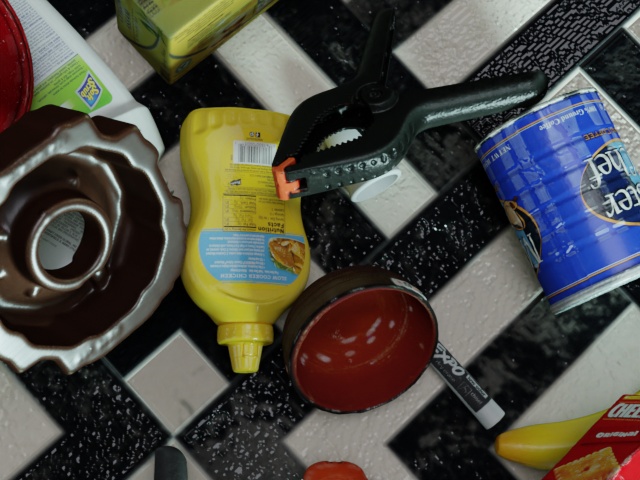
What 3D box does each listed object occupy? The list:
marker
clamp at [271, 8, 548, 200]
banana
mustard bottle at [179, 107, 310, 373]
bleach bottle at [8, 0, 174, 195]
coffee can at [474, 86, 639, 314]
[{"bbox_3d":[0.091,0.091,0.803,0.020,0.020,0.121,-40,84,-14],"label":"marker"},{"bbox_3d":[0.052,-0.093,0.776,0.165,0.036,0.209,25,54,32],"label":"clamp"},{"bbox_3d":[0.226,0.127,0.805,0.197,0.037,0.070,-32,65,-14],"label":"banana"},{"bbox_3d":[-0.055,0.001,0.786,0.096,0.058,0.191,4,76,-21],"label":"mustard bottle"},{"bbox_3d":[-0.211,-0.112,0.794,0.102,0.068,0.251,-43,88,-11],"label":"bleach bottle"},{"bbox_3d":[0.191,-0.029,0.801,0.102,0.103,0.140,-22,80,-12],"label":"coffee can"}]
